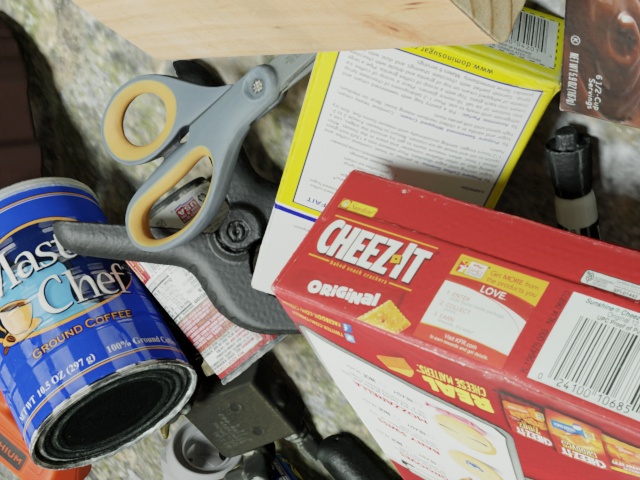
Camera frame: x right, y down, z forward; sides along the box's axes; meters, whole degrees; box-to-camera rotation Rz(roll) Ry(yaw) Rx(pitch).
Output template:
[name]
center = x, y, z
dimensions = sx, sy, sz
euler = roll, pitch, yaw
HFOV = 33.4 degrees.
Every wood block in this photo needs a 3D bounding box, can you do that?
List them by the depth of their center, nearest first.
[wood block]
center = -0.020, -0.125, 0.371
dimensions = 0.090, 0.091, 0.206
euler = 34, 166, -35

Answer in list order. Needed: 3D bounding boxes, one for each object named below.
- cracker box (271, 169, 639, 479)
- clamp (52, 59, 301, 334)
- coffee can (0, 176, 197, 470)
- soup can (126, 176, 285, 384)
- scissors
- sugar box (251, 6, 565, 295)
[cracker box]
center = 0.096, 0.075, 0.442
dimensions = 0.164, 0.072, 0.213
euler = 19, 155, 36
[clamp]
center = -0.054, 0.001, 0.564
dimensions = 0.171, 0.120, 0.039
euler = 45, -176, 6
[coffee can]
center = -0.150, 0.048, 0.630
dimensions = 0.140, 0.102, 0.103
euler = 56, 147, 25
[soup can]
center = -0.061, 0.023, 0.615
dimensions = 0.102, 0.068, 0.069
euler = 51, 143, 1
[scissors]
center = -0.042, -0.080, 0.504
dimensions = 0.096, 0.016, 0.202
euler = 51, 117, 22
[sugar box]
center = 0.032, -0.032, 0.469
dimensions = 0.093, 0.048, 0.176
euler = 18, 141, -2
